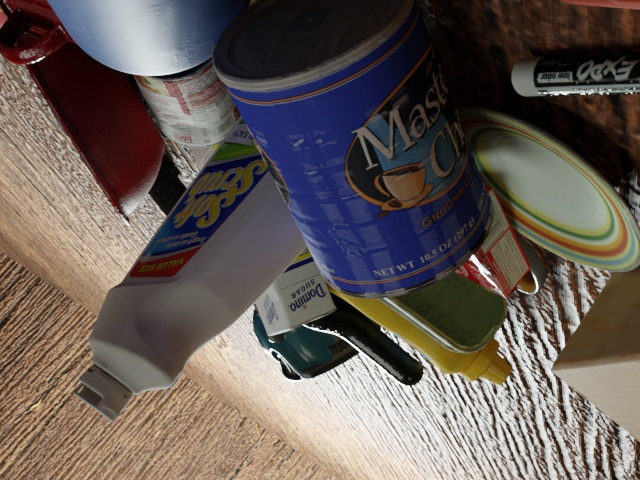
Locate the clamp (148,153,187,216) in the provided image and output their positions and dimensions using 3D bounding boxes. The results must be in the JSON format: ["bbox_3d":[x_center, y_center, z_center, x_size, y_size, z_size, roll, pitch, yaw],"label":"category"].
[{"bbox_3d":[-0.151,-0.060,1.000,0.210,0.036,0.164,48,179,41],"label":"clamp"}]

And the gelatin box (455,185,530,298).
[{"bbox_3d":[0.083,-0.009,0.660,0.073,0.030,0.089,28,163,40],"label":"gelatin box"}]

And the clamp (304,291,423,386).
[{"bbox_3d":[0.017,0.064,0.917,0.171,0.039,0.120,21,-159,-32],"label":"clamp"}]

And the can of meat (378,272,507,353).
[{"bbox_3d":[0.084,0.038,0.777,0.102,0.057,0.084,36,179,4],"label":"can of meat"}]

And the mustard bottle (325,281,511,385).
[{"bbox_3d":[0.075,0.057,0.877,0.191,0.058,0.096,36,-176,0],"label":"mustard bottle"}]

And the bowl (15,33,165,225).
[{"bbox_3d":[-0.158,-0.092,0.766,0.162,0.055,0.162,57,173,11],"label":"bowl"}]

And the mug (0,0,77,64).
[{"bbox_3d":[-0.149,-0.152,0.645,0.082,0.117,0.093,27,159,45],"label":"mug"}]

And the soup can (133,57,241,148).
[{"bbox_3d":[-0.091,-0.114,0.731,0.068,0.068,0.102,32,165,16],"label":"soup can"}]

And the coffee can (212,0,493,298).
[{"bbox_3d":[0.020,-0.055,0.547,0.103,0.102,0.140,20,146,46],"label":"coffee can"}]

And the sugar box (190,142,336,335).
[{"bbox_3d":[-0.048,-0.016,0.825,0.176,0.048,0.093,65,165,1],"label":"sugar box"}]

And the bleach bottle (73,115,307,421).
[{"bbox_3d":[-0.054,0.001,0.641,0.103,0.250,0.068,17,156,51],"label":"bleach bottle"}]
